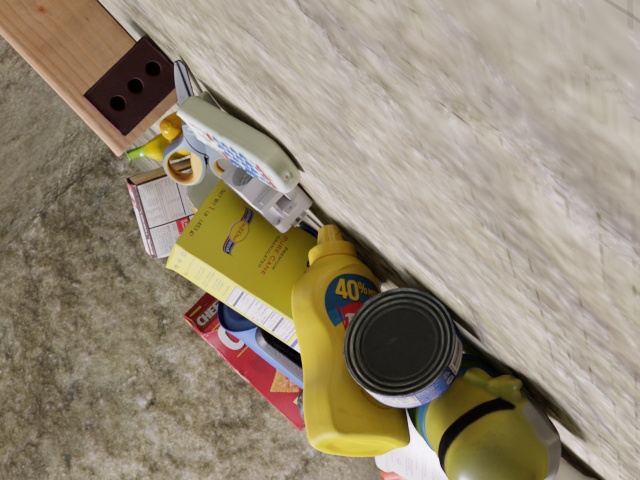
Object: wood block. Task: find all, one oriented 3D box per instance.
[{"bbox_3d":[-0.241,-0.188,1.063,0.206,0.090,0.091,47,175,-11],"label":"wood block"}]

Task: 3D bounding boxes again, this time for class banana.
[{"bbox_3d":[-0.148,-0.104,1.095,0.037,0.069,0.198,65,160,-3],"label":"banana"}]

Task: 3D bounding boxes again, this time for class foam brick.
[{"bbox_3d":[-0.168,-0.138,0.958,0.053,0.078,0.051,45,174,-14],"label":"foam brick"}]

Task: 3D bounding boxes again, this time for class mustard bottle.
[{"bbox_3d":[0.020,0.076,0.872,0.096,0.058,0.191,17,-125,-43],"label":"mustard bottle"}]

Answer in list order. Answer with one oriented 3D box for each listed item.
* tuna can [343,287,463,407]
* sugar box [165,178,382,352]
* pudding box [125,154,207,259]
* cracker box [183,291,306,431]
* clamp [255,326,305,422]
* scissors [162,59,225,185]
[{"bbox_3d":[0.063,0.081,0.798,0.086,0.086,0.033,42,175,33],"label":"tuna can"},{"bbox_3d":[-0.039,0.029,0.942,0.176,0.093,0.048,31,142,-1],"label":"sugar box"},{"bbox_3d":[-0.141,-0.039,1.144,0.039,0.113,0.090,27,134,62],"label":"pudding box"},{"bbox_3d":[-0.041,0.114,1.350,0.213,0.164,0.072,49,172,-33],"label":"cracker box"},{"bbox_3d":[0.014,0.143,1.042,0.164,0.036,0.210,8,141,-1],"label":"clamp"},{"bbox_3d":[-0.098,-0.099,0.973,0.096,0.016,0.202,10,154,-11],"label":"scissors"}]
